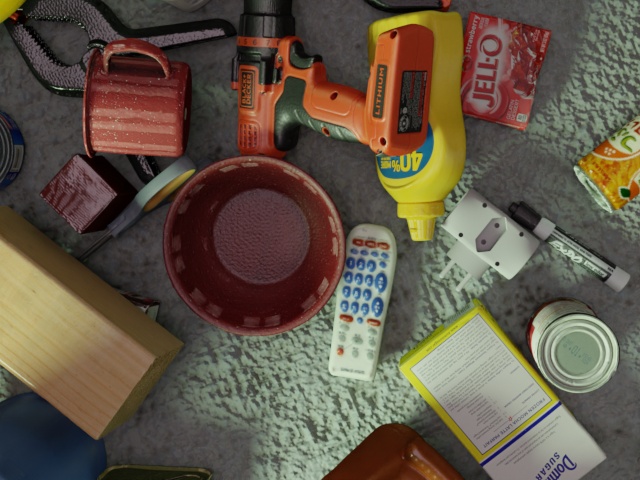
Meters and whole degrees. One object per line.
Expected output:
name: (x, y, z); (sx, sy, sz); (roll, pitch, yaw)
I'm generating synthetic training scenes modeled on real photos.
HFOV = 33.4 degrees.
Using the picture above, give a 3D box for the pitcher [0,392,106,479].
pitcher: (-0.277, 0.205, 0.900); (0.149, 0.243, 0.145); (2, 91, 0)

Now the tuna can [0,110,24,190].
tuna can: (-0.320, -0.084, 0.992); (0.086, 0.033, 0.086); (0, 94, 7)

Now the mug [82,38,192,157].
mug: (-0.153, -0.122, 0.902); (0.081, 0.093, 0.117); (4, 137, -2)

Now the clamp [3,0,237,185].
clamp: (-0.189, -0.171, 0.970); (0.210, 0.036, 0.164); (34, 97, 3)

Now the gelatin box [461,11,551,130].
gelatin box: (0.155, -0.148, 0.935); (0.073, 0.030, 0.089); (15, 95, 6)

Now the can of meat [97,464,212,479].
can of meat: (-0.152, 0.256, 0.984); (0.102, 0.057, 0.084); (1, 96, 7)

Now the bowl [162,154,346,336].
bowl: (-0.056, 0.001, 0.951); (0.162, 0.055, 0.162); (1, 100, 4)

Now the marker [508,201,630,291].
marker: (0.218, 0.004, 0.943); (0.121, 0.020, 0.020); (35, 97, 3)

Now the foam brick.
foam brick: (-0.206, -0.042, 0.960); (0.053, 0.078, 0.051); (45, 96, 2)

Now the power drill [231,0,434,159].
power drill: (0.004, -0.149, 0.898); (0.188, 0.057, 0.184); (13, 108, 39)

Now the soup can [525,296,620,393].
soup can: (0.213, 0.087, 0.907); (0.068, 0.102, 0.068); (0, 94, 6)

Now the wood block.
wood block: (-0.234, 0.067, 0.923); (0.206, 0.090, 0.090); (37, 98, 5)

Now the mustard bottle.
mustard bottle: (0.084, -0.096, 0.918); (0.058, 0.096, 0.191); (-7, 96, -36)

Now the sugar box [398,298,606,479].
sugar box: (0.160, 0.148, 0.947); (0.093, 0.048, 0.176); (-39, 93, 8)

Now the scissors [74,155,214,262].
scissors: (-0.167, -0.022, 0.979); (0.202, 0.096, 0.016); (-37, 85, 38)
